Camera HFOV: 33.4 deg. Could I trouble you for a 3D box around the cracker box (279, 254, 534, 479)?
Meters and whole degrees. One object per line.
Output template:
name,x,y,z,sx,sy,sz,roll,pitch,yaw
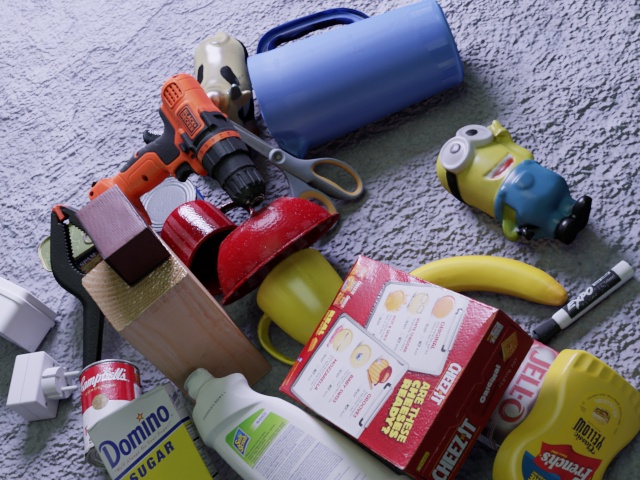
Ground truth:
cracker box,0.076,0.120,1.015,0.214,0.072,0.164,22,78,54

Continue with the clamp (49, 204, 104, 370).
clamp,-0.239,0.045,1.235,0.164,0.036,0.210,-26,91,0

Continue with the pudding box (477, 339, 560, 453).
pudding box,0.188,0.149,1.029,0.090,0.039,0.113,28,72,36

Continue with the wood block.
wood block,-0.146,0.089,1.115,0.090,0.206,0.091,-41,51,-6

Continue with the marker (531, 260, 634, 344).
marker,0.261,0.064,1.067,0.121,0.020,0.020,-37,51,-3

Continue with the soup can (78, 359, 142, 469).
soup can,-0.228,0.192,1.173,0.068,0.068,0.102,-21,53,10

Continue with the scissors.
scissors,-0.048,-0.074,1.228,0.201,0.016,0.096,17,83,-13

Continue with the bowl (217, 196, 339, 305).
bowl,-0.058,0.001,1.163,0.162,0.162,0.055,-37,85,-3

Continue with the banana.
banana,0.157,0.048,1.117,0.198,0.037,0.069,-10,72,20

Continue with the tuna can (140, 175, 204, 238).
tuna can,-0.187,-0.039,1.332,0.086,0.033,0.086,-12,54,17

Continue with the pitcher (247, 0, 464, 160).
pitcher,0.039,-0.207,1.283,0.243,0.149,0.145,-20,17,7

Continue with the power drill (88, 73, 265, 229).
power drill,-0.160,-0.064,1.184,0.188,0.057,0.184,-43,64,19

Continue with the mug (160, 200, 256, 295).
mug,-0.126,-0.004,1.245,0.117,0.093,0.082,-44,47,-5

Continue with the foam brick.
foam brick,-0.191,-0.005,1.032,0.051,0.053,0.078,-39,51,-4

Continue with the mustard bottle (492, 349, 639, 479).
mustard bottle,0.209,0.198,0.955,0.191,0.096,0.058,-53,14,-14

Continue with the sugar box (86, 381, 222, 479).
sugar box,-0.151,0.240,1.063,0.093,0.048,0.176,-30,88,4

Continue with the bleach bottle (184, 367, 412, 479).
bleach bottle,-0.032,0.202,1.044,0.251,0.068,0.102,36,78,25

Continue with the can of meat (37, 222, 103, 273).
can of meat,-0.277,0.018,1.302,0.102,0.084,0.057,-34,51,0
